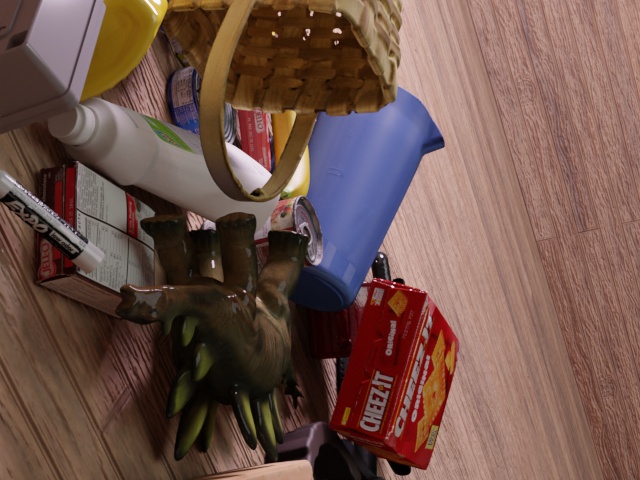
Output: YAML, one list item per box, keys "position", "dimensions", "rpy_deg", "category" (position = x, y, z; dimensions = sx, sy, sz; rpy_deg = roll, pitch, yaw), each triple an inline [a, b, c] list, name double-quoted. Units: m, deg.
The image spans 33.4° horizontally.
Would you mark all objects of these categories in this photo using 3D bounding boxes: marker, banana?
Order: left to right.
- position: [-0.195, -0.022, 0.713]
  dimensions: [0.121, 0.020, 0.020]
  rpy_deg: [44, 33, -25]
  category: "marker"
- position: [-0.033, -0.114, 1.113]
  dimensions: [0.069, 0.037, 0.198]
  rpy_deg: [87, -2, -62]
  category: "banana"

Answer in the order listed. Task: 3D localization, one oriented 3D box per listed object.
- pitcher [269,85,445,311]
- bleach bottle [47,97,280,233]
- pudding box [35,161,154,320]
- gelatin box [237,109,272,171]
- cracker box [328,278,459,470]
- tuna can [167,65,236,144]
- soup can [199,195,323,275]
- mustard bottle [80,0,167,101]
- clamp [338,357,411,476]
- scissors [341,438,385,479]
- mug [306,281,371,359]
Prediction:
- position: [0.016, -0.052, 1.167]
  dimensions: [0.145, 0.149, 0.242]
  rpy_deg: [36, 63, -25]
  category: "pitcher"
- position: [-0.135, -0.069, 0.884]
  dimensions: [0.068, 0.103, 0.250]
  rpy_deg: [-58, 150, 6]
  category: "bleach bottle"
- position: [-0.167, 0.002, 0.804]
  dimensions: [0.113, 0.039, 0.090]
  rpy_deg: [36, 47, -59]
  category: "pudding box"
- position: [-0.068, -0.118, 1.119]
  dimensions: [0.089, 0.030, 0.073]
  rpy_deg: [-98, -176, -69]
  category: "gelatin box"
- position: [0.089, 0.154, 1.173]
  dimensions: [0.213, 0.072, 0.164]
  rpy_deg: [50, 54, -65]
  category: "cracker box"
- position: [-0.115, -0.130, 1.043]
  dimensions: [0.086, 0.034, 0.086]
  rpy_deg: [-13, 90, -71]
  category: "tuna can"
- position: [-0.057, 0.001, 1.020]
  dimensions: [0.068, 0.102, 0.068]
  rpy_deg: [-13, 90, -71]
  category: "soup can"
- position: [-0.161, -0.160, 0.821]
  dimensions: [0.058, 0.096, 0.191]
  rpy_deg: [46, 9, -16]
  category: "mustard bottle"
- position: [0.062, 0.212, 1.323]
  dimensions: [0.164, 0.036, 0.210]
  rpy_deg: [16, 60, -67]
  category: "clamp"
- position: [0.052, 0.247, 1.145]
  dimensions: [0.096, 0.016, 0.202]
  rpy_deg: [65, -22, 15]
  category: "scissors"
- position: [0.026, 0.091, 1.212]
  dimensions: [0.117, 0.093, 0.081]
  rpy_deg: [86, -2, -83]
  category: "mug"
